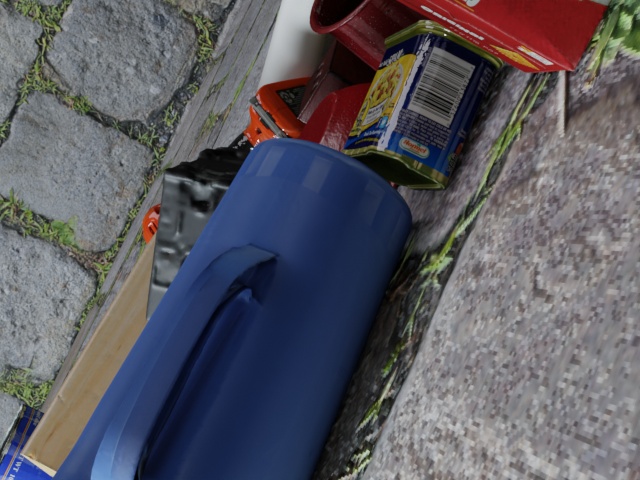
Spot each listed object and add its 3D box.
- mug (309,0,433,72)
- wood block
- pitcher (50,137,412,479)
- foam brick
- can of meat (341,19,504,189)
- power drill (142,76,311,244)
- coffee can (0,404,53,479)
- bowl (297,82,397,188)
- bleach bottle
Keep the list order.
[{"bbox_3d":[0.047,-0.157,0.740,0.117,0.081,0.093,6,65,60],"label":"mug"},{"bbox_3d":[-0.138,0.108,0.860,0.206,0.090,0.091,-61,-14,-20],"label":"wood block"},{"bbox_3d":[-0.043,0.063,0.601,0.149,0.144,0.242,-5,55,61],"label":"pitcher"},{"bbox_3d":[0.019,-0.124,0.885,0.053,0.051,0.078,-56,12,29],"label":"foam brick"},{"bbox_3d":[0.059,-0.079,0.651,0.084,0.057,0.102,-66,13,-3],"label":"can of meat"},{"bbox_3d":[-0.060,-0.067,0.982,0.188,0.057,0.184,-46,-9,30],"label":"power drill"},{"bbox_3d":[-0.236,0.227,0.994,0.103,0.140,0.103,-57,14,23],"label":"coffee can"},{"bbox_3d":[0.012,-0.057,0.785,0.162,0.055,0.162,-58,14,24],"label":"bowl"},{"bbox_3d":[-0.001,-0.220,0.960,0.251,0.068,0.102,107,-171,-50],"label":"bleach bottle"}]
